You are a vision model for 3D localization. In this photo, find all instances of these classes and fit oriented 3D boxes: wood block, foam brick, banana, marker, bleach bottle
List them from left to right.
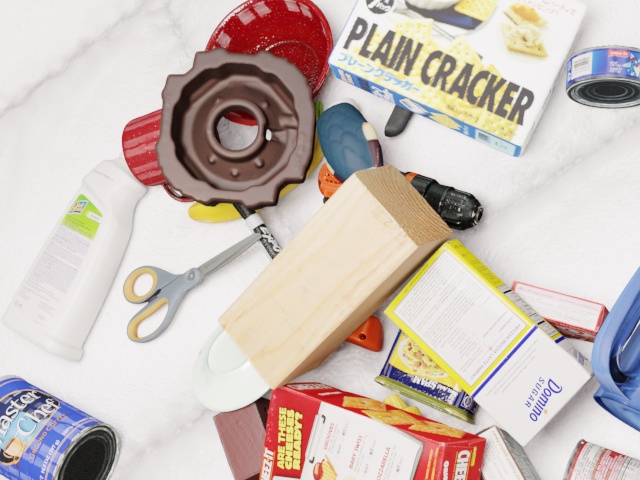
[{"bbox_3d":[-0.266,0.007,1.233,0.103,0.068,0.251,25,83,27],"label":"bleach bottle"},{"bbox_3d":[-0.067,0.206,1.092,0.051,0.053,0.078,-29,66,13],"label":"foam brick"},{"bbox_3d":[-0.060,-0.070,1.183,0.198,0.037,0.070,-38,39,7],"label":"banana"},{"bbox_3d":[-0.058,0.001,1.146,0.020,0.020,0.121,-35,83,11],"label":"marker"},{"bbox_3d":[0.012,0.034,0.996,0.090,0.090,0.206,50,117,12],"label":"wood block"}]

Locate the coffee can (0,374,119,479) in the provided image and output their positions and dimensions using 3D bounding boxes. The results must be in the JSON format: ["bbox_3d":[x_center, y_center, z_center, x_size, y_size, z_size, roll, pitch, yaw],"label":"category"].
[{"bbox_3d":[-0.305,0.220,1.163,0.140,0.102,0.103,21,84,27],"label":"coffee can"}]

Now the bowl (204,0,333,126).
[{"bbox_3d":[-0.052,-0.195,1.203,0.162,0.055,0.162,-7,72,22],"label":"bowl"}]

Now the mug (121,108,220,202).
[{"bbox_3d":[-0.167,-0.099,1.214,0.082,0.093,0.117,-15,105,24],"label":"mug"}]

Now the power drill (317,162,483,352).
[{"bbox_3d":[0.057,0.015,1.094,0.185,0.057,0.187,16,79,30],"label":"power drill"}]

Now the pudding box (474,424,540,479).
[{"bbox_3d":[0.177,0.225,0.959,0.039,0.090,0.113,-34,65,10],"label":"pudding box"}]

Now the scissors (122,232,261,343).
[{"bbox_3d":[-0.153,0.031,1.185,0.202,0.016,0.096,-46,56,16],"label":"scissors"}]

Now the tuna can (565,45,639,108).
[{"bbox_3d":[0.280,-0.156,1.030,0.086,0.086,0.034,1,77,24],"label":"tuna can"}]

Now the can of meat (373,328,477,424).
[{"bbox_3d":[0.115,0.119,1.037,0.102,0.057,0.084,20,81,26],"label":"can of meat"}]

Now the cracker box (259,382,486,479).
[{"bbox_3d":[0.039,0.232,0.978,0.214,0.071,0.164,11,94,45],"label":"cracker box"}]

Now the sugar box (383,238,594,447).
[{"bbox_3d":[0.153,0.090,0.965,0.176,0.048,0.093,44,110,14],"label":"sugar box"}]

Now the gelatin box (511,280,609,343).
[{"bbox_3d":[0.224,0.069,0.994,0.089,0.073,0.030,14,80,26],"label":"gelatin box"}]
